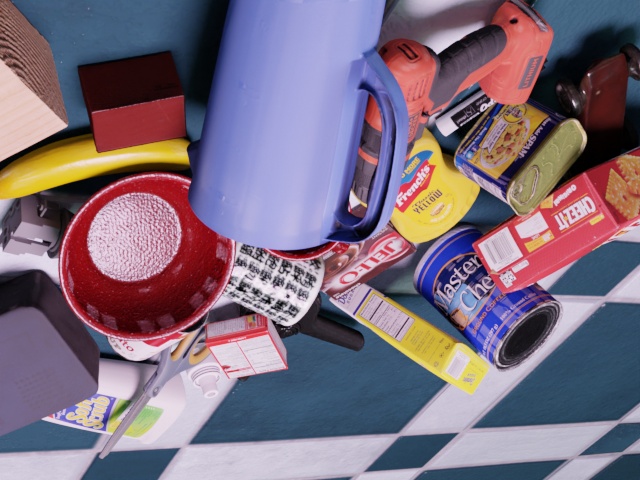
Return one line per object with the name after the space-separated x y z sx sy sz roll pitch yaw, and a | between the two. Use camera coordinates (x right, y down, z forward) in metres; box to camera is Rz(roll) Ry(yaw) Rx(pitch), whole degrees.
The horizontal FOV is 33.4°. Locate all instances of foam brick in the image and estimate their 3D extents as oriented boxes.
-0.152 -0.112 0.868 0.078 0.053 0.051 -11 146 -13 | foam brick

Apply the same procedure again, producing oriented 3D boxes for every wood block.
-0.302 -0.092 0.781 0.206 0.091 0.090 -26 147 8 | wood block

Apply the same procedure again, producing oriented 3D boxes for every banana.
-0.188 -0.066 0.928 0.197 0.037 0.070 -7 143 -21 | banana

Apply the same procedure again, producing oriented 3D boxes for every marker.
0.165 -0.142 1.029 0.121 0.020 0.020 -34 145 19 | marker

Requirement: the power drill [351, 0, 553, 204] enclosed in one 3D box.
0.109 -0.123 0.937 0.187 0.057 0.185 -31 155 -27 | power drill

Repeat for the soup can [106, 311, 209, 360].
-0.170 0.078 1.099 0.068 0.068 0.102 9 153 -37 | soup can

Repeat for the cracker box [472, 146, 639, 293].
0.288 -0.030 1.120 0.213 0.072 0.164 -21 168 -43 | cracker box

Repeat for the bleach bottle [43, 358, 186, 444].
-0.280 0.172 1.203 0.250 0.068 0.103 16 130 -40 | bleach bottle

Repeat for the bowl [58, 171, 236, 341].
-0.160 0.007 0.959 0.161 0.055 0.162 -10 115 -22 | bowl

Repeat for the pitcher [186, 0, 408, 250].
-0.012 -0.119 0.814 0.149 0.145 0.243 3 125 -15 | pitcher

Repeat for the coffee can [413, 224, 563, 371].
0.188 0.064 1.206 0.102 0.140 0.103 -28 143 -23 | coffee can

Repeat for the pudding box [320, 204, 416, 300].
0.036 0.012 1.162 0.114 0.039 0.090 -31 146 16 | pudding box

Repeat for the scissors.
-0.174 0.161 1.209 0.096 0.016 0.202 14 107 -59 | scissors

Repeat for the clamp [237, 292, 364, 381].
-0.030 0.093 1.243 0.164 0.036 0.210 -12 144 -5 | clamp

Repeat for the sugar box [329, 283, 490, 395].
0.099 0.105 1.212 0.048 0.176 0.093 -58 142 -5 | sugar box

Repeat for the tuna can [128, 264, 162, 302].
-0.187 0.042 1.042 0.033 0.086 0.086 10 136 -36 | tuna can

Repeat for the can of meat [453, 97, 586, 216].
0.190 -0.088 1.032 0.102 0.084 0.057 -50 140 -1 | can of meat

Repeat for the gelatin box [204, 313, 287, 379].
-0.083 0.120 1.211 0.073 0.030 0.089 -12 143 9 | gelatin box

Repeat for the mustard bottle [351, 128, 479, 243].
0.079 -0.067 1.054 0.096 0.058 0.191 -40 143 13 | mustard bottle
